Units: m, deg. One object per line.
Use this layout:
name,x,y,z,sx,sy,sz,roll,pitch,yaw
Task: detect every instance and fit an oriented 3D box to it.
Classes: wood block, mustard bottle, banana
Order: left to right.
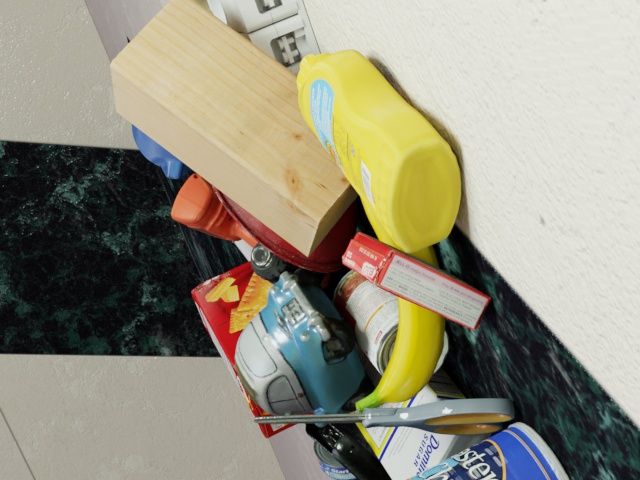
wood block,-0.061,-0.093,0.866,0.206,0.090,0.091,37,160,6
mustard bottle,0.030,-0.082,0.766,0.192,0.058,0.096,55,164,44
banana,0.064,0.046,0.835,0.037,0.069,0.198,-130,39,-74

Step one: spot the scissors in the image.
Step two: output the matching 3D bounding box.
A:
scissors,0.057,0.144,0.847,0.096,0.202,0.016,41,-134,-59

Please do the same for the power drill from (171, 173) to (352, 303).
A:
power drill,-0.057,0.001,1.040,0.188,0.057,0.184,33,-176,32

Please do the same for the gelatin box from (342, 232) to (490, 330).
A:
gelatin box,0.068,0.029,0.771,0.089,0.030,0.073,24,-177,-20

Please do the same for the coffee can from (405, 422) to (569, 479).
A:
coffee can,0.110,0.211,0.789,0.103,0.140,0.103,62,169,22

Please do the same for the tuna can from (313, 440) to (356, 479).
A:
tuna can,0.036,0.279,1.431,0.086,0.086,0.034,53,165,50

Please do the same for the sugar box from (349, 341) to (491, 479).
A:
sugar box,0.077,0.149,0.963,0.176,0.048,0.093,52,123,47

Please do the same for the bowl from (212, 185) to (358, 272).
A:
bowl,-0.020,-0.048,0.960,0.162,0.055,0.162,31,-151,-20

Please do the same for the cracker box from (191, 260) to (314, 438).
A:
cracker box,-0.029,0.090,1.132,0.214,0.164,0.072,50,163,55

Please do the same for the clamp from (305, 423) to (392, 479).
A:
clamp,0.073,0.244,1.018,0.210,0.036,0.164,42,173,1

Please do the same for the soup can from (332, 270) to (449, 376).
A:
soup can,0.060,0.071,0.921,0.102,0.068,0.068,-130,20,-57
